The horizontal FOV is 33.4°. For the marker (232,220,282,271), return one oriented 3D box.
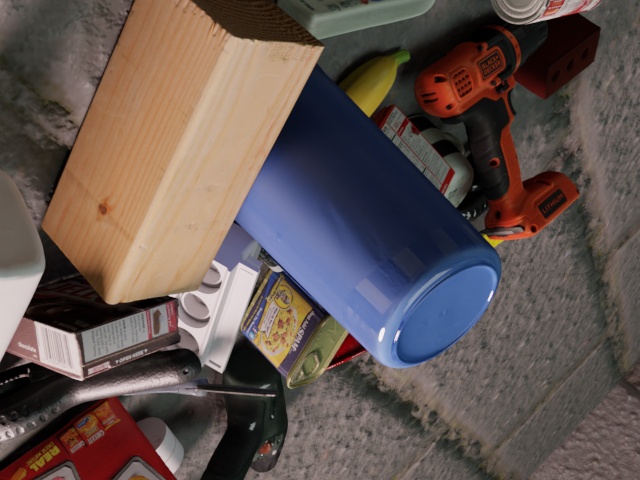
[{"bbox_3d":[-0.056,0.001,0.956,0.020,0.020,0.121,-45,154,-2],"label":"marker"}]

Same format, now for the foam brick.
[{"bbox_3d":[0.237,-0.192,1.084,0.078,0.051,0.053,-38,153,-17],"label":"foam brick"}]

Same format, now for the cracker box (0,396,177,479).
[{"bbox_3d":[-0.182,0.264,0.909,0.164,0.214,0.072,-36,157,-14],"label":"cracker box"}]

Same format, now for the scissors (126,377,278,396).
[{"bbox_3d":[-0.124,0.122,0.889,0.096,0.202,0.016,-1,88,-31],"label":"scissors"}]

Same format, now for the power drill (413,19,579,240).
[{"bbox_3d":[0.178,-0.109,1.001,0.184,0.057,0.187,-36,108,-35],"label":"power drill"}]

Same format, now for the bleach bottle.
[{"bbox_3d":[-0.254,0.073,0.692,0.067,0.103,0.251,-2,137,-40],"label":"bleach bottle"}]

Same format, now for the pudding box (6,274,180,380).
[{"bbox_3d":[-0.169,0.058,0.763,0.089,0.114,0.039,-20,115,-44],"label":"pudding box"}]

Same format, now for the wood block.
[{"bbox_3d":[-0.097,-0.068,0.714,0.090,0.091,0.206,-8,135,-51],"label":"wood block"}]

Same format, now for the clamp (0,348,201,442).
[{"bbox_3d":[-0.193,0.108,0.794,0.209,0.165,0.036,-25,107,-21],"label":"clamp"}]

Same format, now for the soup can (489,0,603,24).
[{"bbox_3d":[0.207,-0.233,0.961,0.102,0.069,0.069,-21,144,-41],"label":"soup can"}]

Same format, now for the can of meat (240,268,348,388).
[{"bbox_3d":[-0.023,0.078,1.042,0.057,0.084,0.102,-9,135,-52],"label":"can of meat"}]

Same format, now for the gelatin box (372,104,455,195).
[{"bbox_3d":[0.072,-0.067,0.935,0.030,0.089,0.073,-34,-165,36],"label":"gelatin box"}]

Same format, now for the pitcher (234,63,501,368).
[{"bbox_3d":[0.012,-0.018,0.772,0.145,0.243,0.149,-49,148,9],"label":"pitcher"}]

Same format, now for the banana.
[{"bbox_3d":[0.010,-0.084,0.914,0.198,0.037,0.069,-52,153,12],"label":"banana"}]
